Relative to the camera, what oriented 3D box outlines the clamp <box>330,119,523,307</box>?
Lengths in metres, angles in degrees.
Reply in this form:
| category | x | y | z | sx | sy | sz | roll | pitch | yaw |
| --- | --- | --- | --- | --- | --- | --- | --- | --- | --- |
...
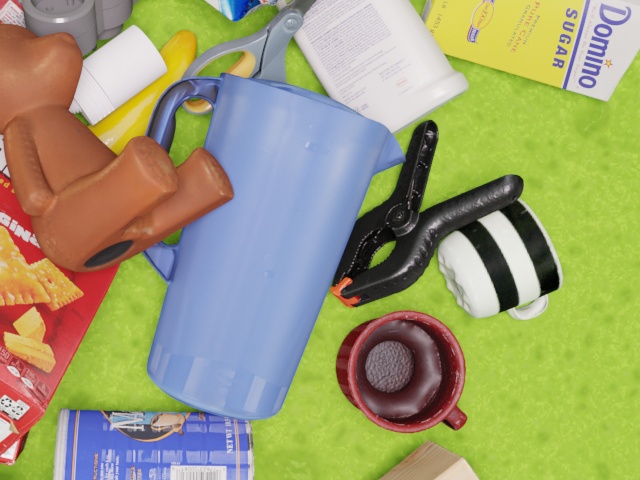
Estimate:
| category | x | y | z | sx | sy | sz | roll | pitch | yaw |
| --- | --- | --- | --- | --- | --- | --- | --- | --- | --- |
| clamp | 0.080 | -0.012 | 0.852 | 0.039 | 0.120 | 0.171 | 39 | 83 | -42 |

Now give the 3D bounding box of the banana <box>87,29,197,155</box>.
| category | x | y | z | sx | sy | sz | roll | pitch | yaw |
| --- | --- | --- | --- | --- | --- | --- | --- | --- | --- |
| banana | -0.170 | -0.093 | 0.838 | 0.197 | 0.037 | 0.069 | -31 | 93 | -11 |

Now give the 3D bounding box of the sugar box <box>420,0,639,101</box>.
| category | x | y | z | sx | sy | sz | roll | pitch | yaw |
| --- | --- | --- | --- | --- | --- | --- | --- | --- | --- |
| sugar box | 0.177 | -0.183 | 0.881 | 0.176 | 0.093 | 0.048 | 15 | 40 | -7 |

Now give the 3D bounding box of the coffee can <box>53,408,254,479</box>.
| category | x | y | z | sx | sy | sz | roll | pitch | yaw |
| --- | --- | --- | --- | --- | --- | --- | --- | --- | --- |
| coffee can | -0.126 | 0.178 | 0.796 | 0.140 | 0.103 | 0.103 | 3 | 86 | -11 |

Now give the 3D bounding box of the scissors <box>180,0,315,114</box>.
| category | x | y | z | sx | sy | sz | roll | pitch | yaw |
| --- | --- | --- | --- | --- | --- | --- | --- | --- | --- |
| scissors | -0.020 | -0.154 | 0.832 | 0.202 | 0.016 | 0.096 | -34 | 135 | 9 |

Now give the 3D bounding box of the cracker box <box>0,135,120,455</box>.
| category | x | y | z | sx | sy | sz | roll | pitch | yaw |
| --- | --- | --- | --- | --- | --- | --- | --- | --- | --- |
| cracker box | -0.229 | 0.014 | 0.723 | 0.164 | 0.213 | 0.072 | 40 | 122 | -17 |

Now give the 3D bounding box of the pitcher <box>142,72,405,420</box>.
| category | x | y | z | sx | sy | sz | roll | pitch | yaw |
| --- | --- | --- | --- | --- | --- | --- | --- | --- | --- |
| pitcher | -0.055 | 0.001 | 0.796 | 0.144 | 0.149 | 0.243 | 12 | 99 | -54 |

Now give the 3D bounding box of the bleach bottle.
| category | x | y | z | sx | sy | sz | roll | pitch | yaw |
| --- | --- | --- | --- | --- | --- | --- | --- | --- | --- |
| bleach bottle | 0.013 | -0.204 | 0.856 | 0.103 | 0.068 | 0.251 | -30 | 91 | 20 |

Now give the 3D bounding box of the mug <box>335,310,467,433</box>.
| category | x | y | z | sx | sy | sz | roll | pitch | yaw |
| --- | --- | --- | --- | --- | --- | --- | --- | --- | --- |
| mug | 0.068 | 0.109 | 0.847 | 0.117 | 0.081 | 0.093 | 38 | 80 | -6 |
